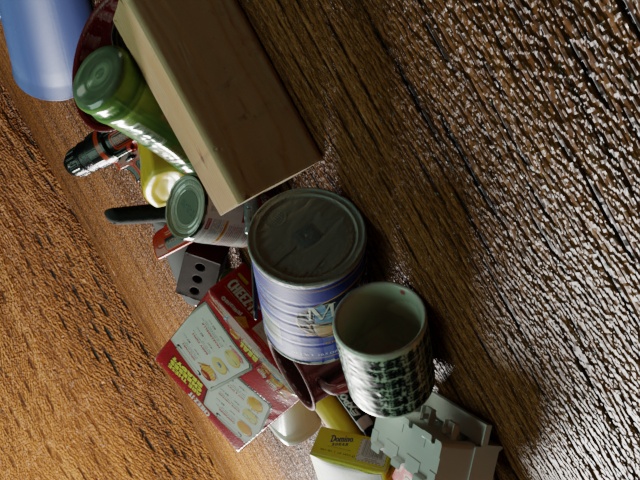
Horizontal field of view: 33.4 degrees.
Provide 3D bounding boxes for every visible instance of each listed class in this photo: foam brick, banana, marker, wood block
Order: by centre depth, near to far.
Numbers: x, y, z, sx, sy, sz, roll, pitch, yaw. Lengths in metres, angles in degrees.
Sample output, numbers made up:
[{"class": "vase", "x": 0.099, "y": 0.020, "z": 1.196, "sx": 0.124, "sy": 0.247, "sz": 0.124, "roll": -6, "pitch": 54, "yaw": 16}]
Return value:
[{"class": "wood block", "x": -0.095, "y": -0.137, "z": 0.957, "sx": 0.206, "sy": 0.090, "sz": 0.091, "roll": 62, "pitch": 163, "yaw": -3}, {"class": "marker", "x": 0.038, "y": 0.194, "z": 1.249, "sx": 0.121, "sy": 0.020, "sz": 0.020, "roll": 53, "pitch": 163, "yaw": 24}, {"class": "banana", "x": 0.020, "y": 0.222, "z": 1.302, "sx": 0.198, "sy": 0.037, "sz": 0.070, "roll": 58, "pitch": 149, "yaw": 2}, {"class": "foam brick", "x": -0.158, "y": 0.037, "z": 1.434, "sx": 0.053, "sy": 0.051, "sz": 0.078, "roll": 19, "pitch": 128, "yaw": 1}]

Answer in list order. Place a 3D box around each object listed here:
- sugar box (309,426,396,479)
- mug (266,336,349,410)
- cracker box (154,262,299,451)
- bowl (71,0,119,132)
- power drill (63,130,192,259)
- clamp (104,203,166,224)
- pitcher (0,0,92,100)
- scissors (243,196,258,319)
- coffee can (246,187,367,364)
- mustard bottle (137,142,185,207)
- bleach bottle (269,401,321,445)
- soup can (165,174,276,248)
[{"class": "sugar box", "x": 0.050, "y": 0.289, "z": 1.253, "sx": 0.093, "sy": 0.048, "sz": 0.176, "roll": 10, "pitch": 144, "yaw": 20}, {"class": "mug", "x": 0.008, "y": 0.120, "z": 1.100, "sx": 0.117, "sy": 0.081, "sz": 0.093, "roll": 35, "pitch": 150, "yaw": 57}, {"class": "cracker box", "x": -0.096, "y": 0.146, "z": 1.293, "sx": 0.164, "sy": 0.072, "sz": 0.214, "roll": 48, "pitch": 143, "yaw": 4}, {"class": "bowl", "x": -0.205, "y": -0.193, "z": 1.173, "sx": 0.162, "sy": 0.055, "sz": 0.162, "roll": -10, "pitch": 75, "yaw": 42}, {"class": "power drill", "x": -0.226, "y": -0.072, "z": 1.376, "sx": 0.185, "sy": 0.057, "sz": 0.187, "roll": -24, "pitch": 104, "yaw": 31}, {"class": "clamp", "x": -0.170, "y": -0.039, "z": 1.284, "sx": 0.171, "sy": 0.120, "sz": 0.039, "roll": 31, "pitch": 163, "yaw": 3}, {"class": "pitcher", "x": -0.380, "y": -0.319, "z": 1.446, "sx": 0.243, "sy": 0.149, "sz": 0.145, "roll": 95, "pitch": 171, "yaw": -57}, {"class": "scissors", "x": -0.066, "y": -0.034, "z": 1.020, "sx": 0.096, "sy": 0.016, "sz": 0.202, "roll": 95, "pitch": 171, "yaw": -52}, {"class": "coffee can", "x": -0.008, "y": 0.034, "z": 0.963, "sx": 0.103, "sy": 0.102, "sz": 0.140, "roll": 51, "pitch": 162, "yaw": 30}, {"class": "mustard bottle", "x": -0.194, "y": -0.142, "z": 1.249, "sx": 0.096, "sy": 0.058, "sz": 0.191, "roll": 100, "pitch": 158, "yaw": -66}, {"class": "bleach bottle", "x": -0.052, "y": 0.166, "z": 1.401, "sx": 0.103, "sy": 0.068, "sz": 0.251, "roll": 45, "pitch": 155, "yaw": 31}, {"class": "soup can", "x": -0.100, "y": -0.028, "z": 1.098, "sx": 0.069, "sy": 0.102, "sz": 0.068, "roll": -9, "pitch": 78, "yaw": 45}]
